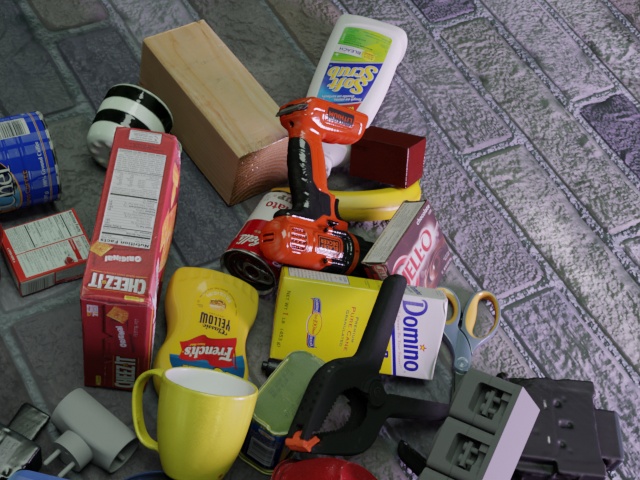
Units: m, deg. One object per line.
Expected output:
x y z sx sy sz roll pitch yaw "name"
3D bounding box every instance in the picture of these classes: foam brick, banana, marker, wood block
0.081 -0.100 1.274 0.078 0.053 0.051 17 27 27 "foam brick"
0.041 -0.047 1.262 0.197 0.037 0.070 -6 26 -20 "banana"
-0.003 0.144 1.117 0.121 0.020 0.020 13 52 -3 "marker"
-0.123 -0.154 1.268 0.090 0.091 0.206 -26 63 -29 "wood block"

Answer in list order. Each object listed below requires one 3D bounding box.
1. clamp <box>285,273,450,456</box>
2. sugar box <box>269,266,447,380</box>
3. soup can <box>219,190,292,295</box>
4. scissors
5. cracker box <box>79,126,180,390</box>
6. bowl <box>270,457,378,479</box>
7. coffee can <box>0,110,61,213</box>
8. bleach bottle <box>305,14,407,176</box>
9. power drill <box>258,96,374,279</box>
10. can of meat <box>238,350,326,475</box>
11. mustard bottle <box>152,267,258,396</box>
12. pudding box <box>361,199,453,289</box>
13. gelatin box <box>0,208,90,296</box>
0.043 0.135 1.038 0.209 0.036 0.164 -24 100 -41 "clamp"
0.039 0.088 1.121 0.176 0.093 0.048 8 15 -4 "sugar box"
-0.058 0.001 1.181 0.068 0.069 0.102 26 52 7 "soup can"
0.138 0.124 1.166 0.096 0.016 0.201 25 53 9 "scissors"
-0.190 0.019 1.078 0.072 0.164 0.213 7 53 -5 "cracker box"
0.028 0.254 0.961 0.162 0.055 0.162 45 19 -20 "bowl"
-0.362 -0.077 1.149 0.140 0.103 0.103 -15 59 -23 "coffee can"
0.034 -0.174 1.337 0.102 0.068 0.250 16 54 2 "bleach bottle"
0.014 -0.053 1.174 0.184 0.057 0.187 13 71 -44 "power drill"
-0.035 0.168 1.051 0.057 0.084 0.102 32 54 12 "can of meat"
-0.120 0.122 1.082 0.096 0.058 0.191 19 51 -18 "mustard bottle"
0.098 0.023 1.185 0.039 0.090 0.113 0 41 35 "pudding box"
-0.292 0.012 1.145 0.089 0.030 0.073 -19 59 -25 "gelatin box"
